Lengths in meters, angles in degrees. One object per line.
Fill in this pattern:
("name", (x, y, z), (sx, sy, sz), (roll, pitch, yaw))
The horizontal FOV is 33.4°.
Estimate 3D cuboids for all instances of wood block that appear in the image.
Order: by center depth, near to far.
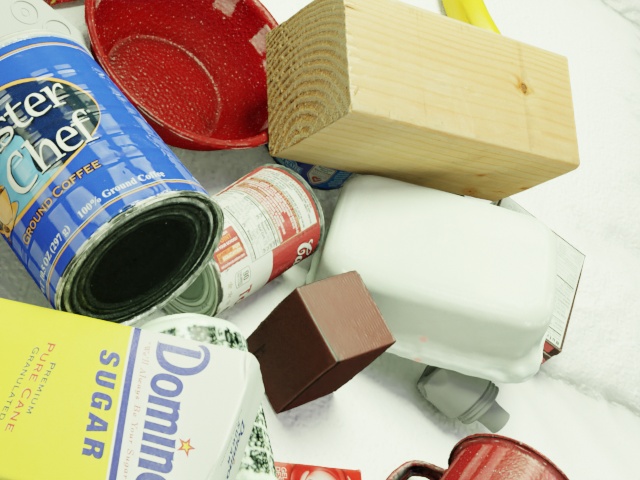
("wood block", (0.072, -0.094, 0.733), (0.205, 0.090, 0.091), (9, 70, -35))

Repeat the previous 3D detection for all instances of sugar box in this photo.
("sugar box", (-0.124, 0.083, 0.513), (0.176, 0.048, 0.093), (9, 54, 12))

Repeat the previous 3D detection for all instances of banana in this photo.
("banana", (0.151, -0.185, 0.970), (0.069, 0.037, 0.198), (-5, 63, -57))

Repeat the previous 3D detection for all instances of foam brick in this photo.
("foam brick", (-0.002, 0.062, 0.653), (0.051, 0.078, 0.053), (-14, 69, -39))

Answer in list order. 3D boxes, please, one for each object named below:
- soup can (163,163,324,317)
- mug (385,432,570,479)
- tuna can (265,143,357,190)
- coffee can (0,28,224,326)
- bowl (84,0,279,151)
("soup can", (-0.054, 0.001, 0.666), (0.068, 0.069, 0.102), (51, 46, 6))
("mug", (0.089, 0.172, 0.642), (0.117, 0.093, 0.081), (25, 45, 24))
("tuna can", (0.000, -0.080, 0.787), (0.086, 0.034, 0.086), (18, 51, -24))
("coffee can", (-0.134, -0.033, 0.586), (0.102, 0.103, 0.140), (-17, 56, -42))
("bowl", (-0.095, -0.118, 0.727), (0.161, 0.055, 0.162), (19, 52, -28))
